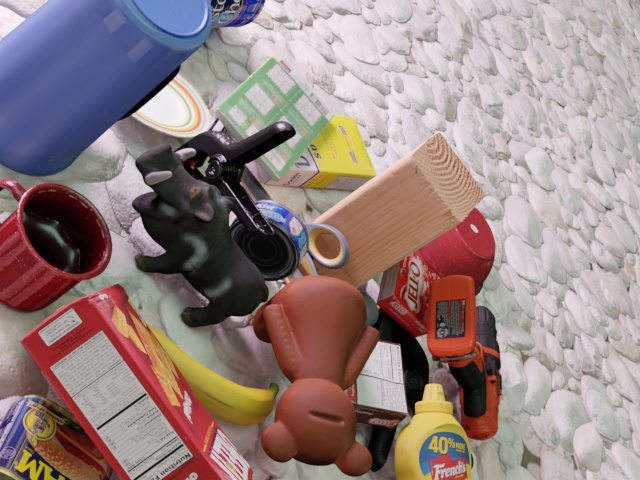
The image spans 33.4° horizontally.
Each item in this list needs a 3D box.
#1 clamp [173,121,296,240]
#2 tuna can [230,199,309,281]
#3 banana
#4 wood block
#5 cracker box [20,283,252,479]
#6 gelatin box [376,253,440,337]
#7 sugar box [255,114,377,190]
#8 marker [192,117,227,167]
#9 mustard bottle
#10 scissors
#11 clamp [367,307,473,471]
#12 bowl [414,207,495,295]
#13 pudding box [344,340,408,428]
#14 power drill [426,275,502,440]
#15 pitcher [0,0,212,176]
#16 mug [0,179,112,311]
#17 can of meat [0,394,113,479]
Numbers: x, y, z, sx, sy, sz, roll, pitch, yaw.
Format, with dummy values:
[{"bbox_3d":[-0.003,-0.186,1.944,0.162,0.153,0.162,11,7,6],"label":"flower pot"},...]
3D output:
[{"bbox_3d":[-0.092,-0.081,1.107,0.172,0.120,0.039,26,5,38],"label":"clamp"},{"bbox_3d":[-0.057,0.001,1.144,0.086,0.086,0.033,47,38,-13],"label":"tuna can"},{"bbox_3d":[-0.112,0.133,1.021,0.197,0.037,0.070,33,14,-33],"label":"banana"},{"bbox_3d":[0.070,-0.022,1.207,0.091,0.206,0.090,54,35,-3],"label":"wood block"},{"bbox_3d":[-0.141,0.140,0.880,0.213,0.072,0.164,54,-2,-1],"label":"cracker box"},{"bbox_3d":[0.106,0.060,1.267,0.073,0.030,0.089,42,41,-27],"label":"gelatin box"},{"bbox_3d":[-0.012,-0.114,1.324,0.175,0.048,0.093,1,62,-50],"label":"sugar box"},{"bbox_3d":[-0.123,-0.120,1.221,0.020,0.020,0.121,45,37,-15],"label":"marker"},{"bbox_3d":[0.121,0.249,1.139,0.096,0.058,0.191,16,66,-36],"label":"mustard bottle"},{"bbox_3d":[-0.033,-0.031,1.200,0.016,0.096,0.202,1,64,-62],"label":"scissors"},{"bbox_3d":[0.090,0.172,1.223,0.164,0.036,0.210,4,61,-46],"label":"clamp"},{"bbox_3d":[0.190,-0.003,1.466,0.162,0.055,0.162,30,42,-32],"label":"bowl"},{"bbox_3d":[0.036,0.148,1.152,0.113,0.039,0.090,15,49,-22],"label":"pudding box"},{"bbox_3d":[0.179,0.123,1.285,0.187,0.057,0.184,59,28,-48],"label":"power drill"},{"bbox_3d":[-0.202,-0.165,0.969,0.145,0.243,0.149,45,42,-20],"label":"pitcher"},{"bbox_3d":[-0.249,0.001,0.922,0.117,0.082,0.093,51,35,-7],"label":"mug"},{"bbox_3d":[-0.216,0.182,0.838,0.102,0.058,0.084,42,35,-20],"label":"can of meat"}]
